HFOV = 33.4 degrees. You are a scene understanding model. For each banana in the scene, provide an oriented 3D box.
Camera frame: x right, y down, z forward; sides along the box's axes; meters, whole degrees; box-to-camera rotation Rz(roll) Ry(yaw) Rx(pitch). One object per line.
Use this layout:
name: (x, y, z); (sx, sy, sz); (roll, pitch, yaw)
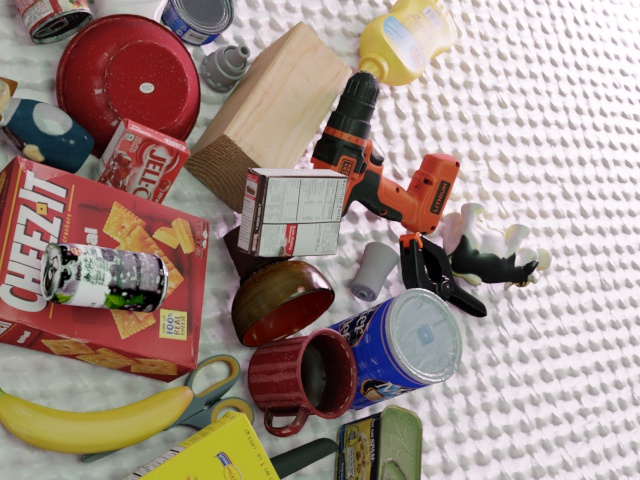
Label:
banana: (-0.209, 0.162, 0.983); (0.197, 0.037, 0.069); (8, 71, -27)

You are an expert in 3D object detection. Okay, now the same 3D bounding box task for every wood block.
wood block: (-0.057, -0.141, 1.213); (0.090, 0.091, 0.205); (42, 50, -17)

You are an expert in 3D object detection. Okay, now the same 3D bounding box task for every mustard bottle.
mustard bottle: (0.105, -0.258, 1.413); (0.096, 0.058, 0.191); (52, 48, -9)

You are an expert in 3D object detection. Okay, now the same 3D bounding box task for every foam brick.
foam brick: (-0.058, 0.001, 1.176); (0.078, 0.051, 0.053); (-19, 84, -41)

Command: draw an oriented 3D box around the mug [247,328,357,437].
mug: (-0.025, 0.151, 1.106); (0.093, 0.082, 0.117); (42, 52, -34)

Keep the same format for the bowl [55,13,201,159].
bowl: (-0.188, -0.158, 1.105); (0.161, 0.055, 0.162); (-1, 92, -29)

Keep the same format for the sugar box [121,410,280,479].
sugar box: (-0.128, 0.242, 0.983); (0.176, 0.048, 0.093); (-31, 98, -27)

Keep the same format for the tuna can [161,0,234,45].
tuna can: (-0.145, -0.271, 1.240); (0.086, 0.034, 0.086); (16, 61, -32)

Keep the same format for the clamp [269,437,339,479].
clamp: (-0.075, 0.247, 1.060); (0.209, 0.036, 0.164); (29, 64, -22)

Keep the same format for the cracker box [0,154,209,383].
cracker box: (-0.216, 0.031, 1.025); (0.213, 0.072, 0.164); (20, 60, -30)

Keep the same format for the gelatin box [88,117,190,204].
gelatin box: (-0.185, -0.072, 1.085); (0.073, 0.089, 0.030); (22, 23, -30)

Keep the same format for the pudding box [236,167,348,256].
pudding box: (-0.028, -0.029, 1.125); (0.113, 0.039, 0.090); (-2, 105, -40)

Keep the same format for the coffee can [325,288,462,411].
coffee can: (0.070, 0.121, 1.164); (0.102, 0.141, 0.103); (16, 62, -32)

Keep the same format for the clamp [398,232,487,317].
clamp: (0.139, 0.071, 1.296); (0.171, 0.039, 0.120); (52, 44, -24)

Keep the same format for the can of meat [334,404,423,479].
can of meat: (0.060, 0.236, 1.143); (0.057, 0.084, 0.102); (22, 59, -30)

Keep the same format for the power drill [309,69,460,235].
power drill: (0.076, -0.092, 1.272); (0.187, 0.057, 0.184); (16, 99, -33)

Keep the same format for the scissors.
scissors: (-0.138, 0.189, 1.055); (0.096, 0.016, 0.201); (54, 49, -6)

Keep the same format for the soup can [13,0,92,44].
soup can: (-0.288, -0.264, 1.101); (0.068, 0.069, 0.102); (-23, 86, -42)
